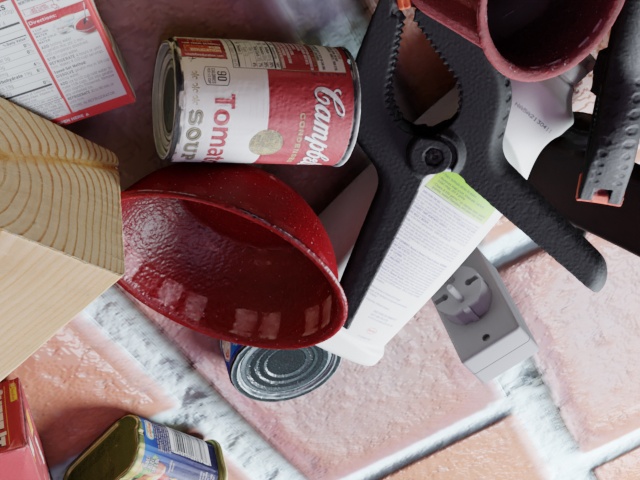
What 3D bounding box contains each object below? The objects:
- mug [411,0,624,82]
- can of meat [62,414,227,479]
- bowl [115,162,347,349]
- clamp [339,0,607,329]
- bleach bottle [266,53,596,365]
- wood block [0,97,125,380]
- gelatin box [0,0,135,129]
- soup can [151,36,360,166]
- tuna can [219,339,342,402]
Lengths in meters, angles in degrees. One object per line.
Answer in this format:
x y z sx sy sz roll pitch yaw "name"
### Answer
0.082 -0.138 0.519 0.117 0.082 0.093 6 116 -37 "mug"
-0.136 0.185 0.817 0.083 0.057 0.102 30 116 -36 "can of meat"
-0.054 0.001 0.637 0.162 0.055 0.162 15 149 9 "bowl"
0.059 -0.045 0.617 0.165 0.036 0.210 -17 106 15 "clamp"
0.079 -0.029 0.684 0.102 0.068 0.251 28 116 -38 "bleach bottle"
-0.207 0.025 0.585 0.090 0.090 0.206 26 128 -37 "wood block"
-0.146 -0.100 0.552 0.073 0.030 0.089 -19 137 0 "gelatin box"
-0.037 -0.076 0.590 0.102 0.068 0.069 0 133 -20 "soup can"
-0.028 0.078 0.768 0.086 0.034 0.086 -11 135 -11 "tuna can"
